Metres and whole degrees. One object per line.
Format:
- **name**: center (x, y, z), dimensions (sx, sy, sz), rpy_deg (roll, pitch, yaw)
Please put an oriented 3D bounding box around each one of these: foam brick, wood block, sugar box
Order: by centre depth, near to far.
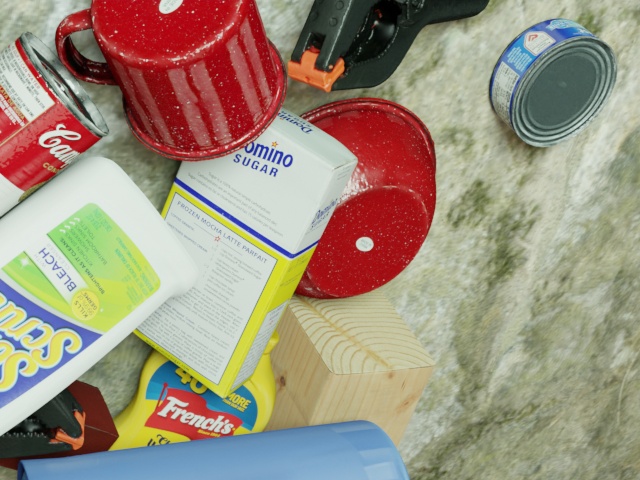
- **sugar box**: center (-0.054, 0.001, 0.662), dimensions (0.176, 0.093, 0.048), rpy_deg (-62, 165, 24)
- **foam brick**: center (-0.185, 0.122, 0.717), dimensions (0.053, 0.051, 0.078), rpy_deg (-47, 135, 10)
- **wood block**: center (-0.003, 0.147, 0.820), dimensions (0.090, 0.091, 0.206), rpy_deg (-1, 127, -31)

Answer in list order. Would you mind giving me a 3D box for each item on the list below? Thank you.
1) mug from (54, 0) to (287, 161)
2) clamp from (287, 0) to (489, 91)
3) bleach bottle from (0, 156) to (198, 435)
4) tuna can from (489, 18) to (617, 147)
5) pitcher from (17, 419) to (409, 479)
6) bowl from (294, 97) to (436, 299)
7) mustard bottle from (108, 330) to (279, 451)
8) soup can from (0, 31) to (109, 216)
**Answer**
- **mug**: center (-0.081, -0.102, 0.555), dimensions (0.117, 0.093, 0.081), rpy_deg (3, 154, 10)
- **clamp**: center (0.043, -0.150, 0.601), dimensions (0.171, 0.039, 0.120), rpy_deg (-43, 134, -35)
- **bleach bottle**: center (-0.184, 0.066, 0.570), dimensions (0.250, 0.068, 0.102), rpy_deg (-47, 113, -29)
- **tuna can**: center (0.161, -0.110, 0.743), dimensions (0.086, 0.034, 0.086), rpy_deg (-17, 133, -19)
- **pitcher**: center (-0.062, 0.185, 0.669), dimensions (0.242, 0.149, 0.145), rpy_deg (-7, 127, -21)
- **bowl**: center (0.020, -0.014, 0.724), dimensions (0.162, 0.055, 0.162), rpy_deg (-16, 133, -19)
- **mustard bottle**: center (-0.087, 0.117, 0.752), dimensions (0.096, 0.058, 0.192), rpy_deg (34, 100, -8)
- **soup can**: center (-0.173, -0.052, 0.562), dimensions (0.102, 0.068, 0.068), rpy_deg (-37, 136, 3)
